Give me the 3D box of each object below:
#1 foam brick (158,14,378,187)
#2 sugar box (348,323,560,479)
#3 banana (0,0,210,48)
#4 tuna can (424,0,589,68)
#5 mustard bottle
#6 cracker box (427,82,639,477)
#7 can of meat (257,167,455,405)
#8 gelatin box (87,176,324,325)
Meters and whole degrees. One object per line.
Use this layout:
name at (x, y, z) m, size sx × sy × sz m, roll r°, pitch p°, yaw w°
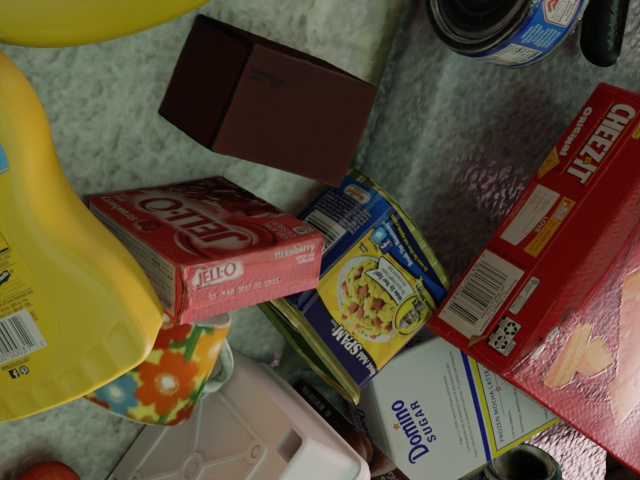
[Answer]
foam brick at (-0.023, -0.064, 0.496) m, size 0.078 × 0.051 × 0.053 m, roll 14°, pitch 105°, yaw -40°
sugar box at (0.102, 0.082, 0.659) m, size 0.176 × 0.048 × 0.093 m, roll -21°, pitch 106°, yaw -22°
banana at (-0.079, -0.118, 0.434) m, size 0.197 × 0.037 × 0.070 m, roll -18°, pitch 124°, yaw -28°
tuna can at (0.090, -0.129, 0.519) m, size 0.033 × 0.086 × 0.086 m, roll 6°, pitch 110°, yaw -36°
mustard bottle at (-0.144, -0.023, 0.405) m, size 0.096 × 0.058 × 0.191 m, roll -20°, pitch 114°, yaw 16°
cracker box at (0.186, 0.038, 0.611) m, size 0.213 × 0.072 × 0.164 m, roll 35°, pitch 90°, yaw -38°
can of meat at (0.015, 0.024, 0.569) m, size 0.084 × 0.058 × 0.102 m, roll -44°, pitch 132°, yaw -10°
gelatin box at (-0.053, 0.001, 0.481) m, size 0.073 × 0.089 × 0.030 m, roll -12°, pitch 117°, yaw -34°
